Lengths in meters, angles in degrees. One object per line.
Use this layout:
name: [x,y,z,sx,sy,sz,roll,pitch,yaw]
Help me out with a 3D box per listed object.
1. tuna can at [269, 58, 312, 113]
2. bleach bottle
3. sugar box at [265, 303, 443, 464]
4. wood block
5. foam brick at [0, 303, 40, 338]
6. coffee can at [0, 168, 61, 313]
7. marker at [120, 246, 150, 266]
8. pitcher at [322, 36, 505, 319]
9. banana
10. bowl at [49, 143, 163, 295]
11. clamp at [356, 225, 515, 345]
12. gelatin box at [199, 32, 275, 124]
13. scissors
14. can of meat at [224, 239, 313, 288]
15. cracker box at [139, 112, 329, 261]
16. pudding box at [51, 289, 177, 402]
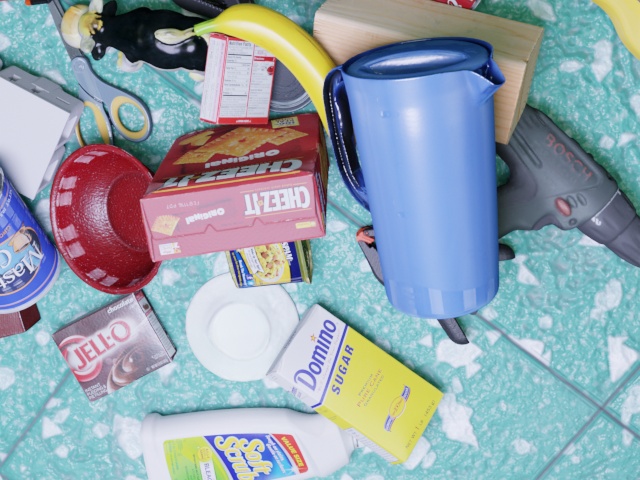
tuna can: [-0.038,-0.177,1.121,0.086,0.033,0.086,1,103,3]
bleach bottle: [-0.069,0.227,1.201,0.251,0.068,0.102,-10,102,3]
sugar box: [0.038,0.157,1.167,0.176,0.048,0.093,36,67,-7]
wood block: [0.101,-0.177,1.048,0.206,0.090,0.091,17,130,13]
foam brick: [-0.362,0.079,1.189,0.078,0.053,0.051,-13,102,6]
coffee can: [-0.346,-0.004,1.111,0.103,0.103,0.140,-13,140,6]
marker: [-0.161,0.007,1.178,0.121,0.020,0.020,-14,101,6]
pitcher: [0.092,-0.057,0.977,0.145,0.149,0.243,-10,113,-4]
banana: [-0.025,-0.166,1.026,0.197,0.037,0.070,39,123,-13]
bowl: [-0.211,-0.026,1.138,0.162,0.055,0.162,7,105,29]
clamp: [0.122,0.022,1.156,0.171,0.039,0.120,35,91,-7]
gelatin box: [-0.082,-0.162,1.071,0.030,0.073,0.089,19,107,38]
scissors: [-0.236,-0.182,1.140,0.096,0.016,0.202,-5,103,7]
can of meat: [-0.057,0.001,1.141,0.084,0.057,0.102,-7,123,7]
cracker box: [-0.077,-0.059,1.056,0.164,0.213,0.072,-9,110,5]
pudding box: [-0.230,0.116,1.196,0.113,0.039,0.090,-27,99,9]
